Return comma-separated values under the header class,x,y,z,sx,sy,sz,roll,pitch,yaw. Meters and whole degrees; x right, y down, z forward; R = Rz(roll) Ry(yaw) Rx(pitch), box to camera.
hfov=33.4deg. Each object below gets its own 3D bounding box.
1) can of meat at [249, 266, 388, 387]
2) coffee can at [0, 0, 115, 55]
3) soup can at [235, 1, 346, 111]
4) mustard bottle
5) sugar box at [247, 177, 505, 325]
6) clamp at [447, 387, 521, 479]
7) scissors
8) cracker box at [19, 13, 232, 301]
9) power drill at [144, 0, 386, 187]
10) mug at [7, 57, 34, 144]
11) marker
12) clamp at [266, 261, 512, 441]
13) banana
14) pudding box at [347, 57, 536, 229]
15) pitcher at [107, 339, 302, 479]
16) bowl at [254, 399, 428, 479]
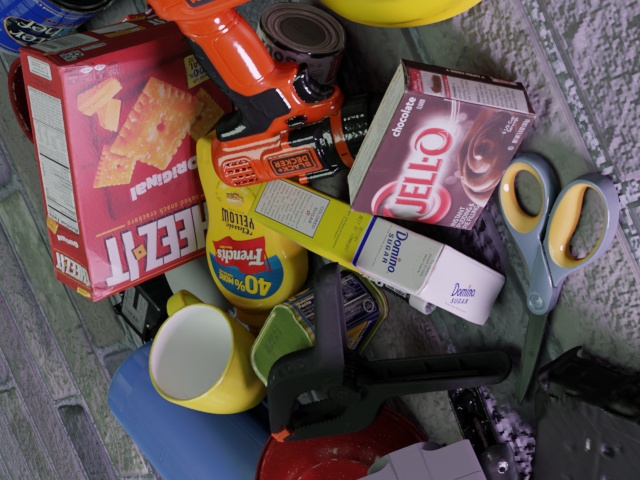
class,x,y,z,sx,sy,sz,roll,pitch,yaw
can of meat,-0.003,0.077,0.886,0.057,0.083,0.102,49,140,19
coffee can,-0.258,-0.240,0.992,0.141,0.102,0.103,-12,101,52
soup can,-0.024,-0.121,0.813,0.068,0.068,0.102,44,138,24
mustard bottle,-0.056,0.001,0.925,0.096,0.058,0.192,15,123,27
sugar box,0.038,0.005,0.787,0.176,0.093,0.048,28,92,41
clamp,0.136,0.189,0.806,0.120,0.039,0.171,-96,-11,-63
scissors,0.142,0.022,0.740,0.096,0.016,0.202,46,139,25
cracker box,-0.154,-0.075,0.913,0.072,0.163,0.214,26,128,42
power drill,-0.018,-0.121,0.723,0.185,0.057,0.187,-12,129,20
mug,-0.256,-0.145,1.061,0.117,0.081,0.093,3,112,49
marker,0.043,0.024,0.854,0.121,0.020,0.020,30,131,36
clamp,0.015,0.096,0.805,0.164,0.036,0.210,34,134,-23
banana,0.055,-0.176,0.717,0.198,0.037,0.069,-1,80,47
pudding box,0.077,-0.061,0.708,0.039,0.090,0.114,-97,21,-44
pitcher,-0.098,0.191,1.036,0.243,0.149,0.145,38,169,35
bowl,0.021,0.215,0.882,0.162,0.055,0.162,1,99,6
